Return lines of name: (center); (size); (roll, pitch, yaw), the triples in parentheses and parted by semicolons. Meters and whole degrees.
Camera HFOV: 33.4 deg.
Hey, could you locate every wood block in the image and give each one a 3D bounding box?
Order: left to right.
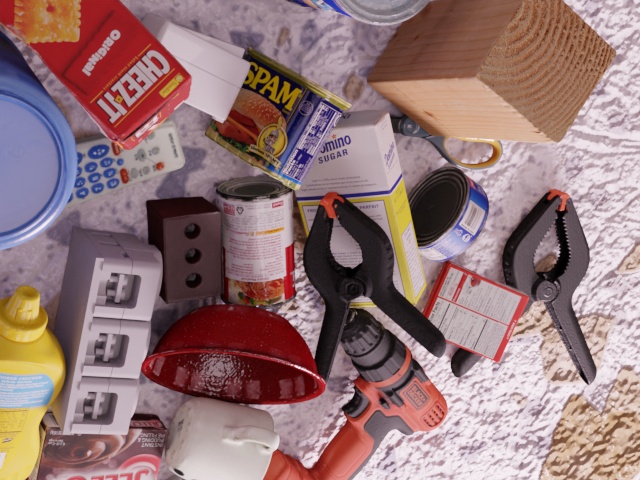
wood block: (0.132, -0.142, 0.880); (0.090, 0.206, 0.090); (36, 84, -21)

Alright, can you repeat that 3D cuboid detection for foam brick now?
foam brick: (-0.117, 0.006, 0.914); (0.052, 0.051, 0.078); (-8, 110, -23)

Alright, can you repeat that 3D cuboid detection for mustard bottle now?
mustard bottle: (-0.256, 0.114, 0.847); (0.096, 0.058, 0.192); (10, 124, -27)

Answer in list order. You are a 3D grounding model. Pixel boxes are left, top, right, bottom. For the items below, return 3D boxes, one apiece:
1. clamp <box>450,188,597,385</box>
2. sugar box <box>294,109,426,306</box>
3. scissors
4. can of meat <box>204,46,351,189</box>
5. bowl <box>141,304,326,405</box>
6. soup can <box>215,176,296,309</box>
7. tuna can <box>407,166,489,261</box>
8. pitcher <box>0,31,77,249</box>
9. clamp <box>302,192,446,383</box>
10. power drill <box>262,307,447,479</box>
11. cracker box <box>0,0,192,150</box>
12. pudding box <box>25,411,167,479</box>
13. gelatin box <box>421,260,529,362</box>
clamp: (0.234, 0.054, 1.096); (0.164, 0.036, 0.210); (12, 100, -19)
sugar box: (0.031, -0.026, 0.950); (0.048, 0.093, 0.176); (-50, 132, -57)
scissors: (0.095, -0.123, 0.990); (0.201, 0.016, 0.096); (18, 97, -28)
can of meat: (-0.038, -0.101, 0.886); (0.057, 0.102, 0.084); (21, 101, -53)
bowl: (-0.073, 0.096, 0.929); (0.161, 0.162, 0.055); (19, 64, -29)
soup can: (-0.056, 0.001, 0.931); (0.068, 0.069, 0.102); (-9, 110, -22)
tuna can: (0.114, -0.024, 0.991); (0.033, 0.086, 0.086); (33, 91, -31)
pitcher: (-0.244, -0.086, 0.714); (0.149, 0.243, 0.145); (25, 95, -29)
clamp: (0.042, 0.040, 0.924); (0.120, 0.039, 0.171); (-8, 107, 5)
power drill: (0.021, 0.172, 1.020); (0.187, 0.057, 0.184); (-44, 127, -4)
cracker box: (-0.186, -0.159, 0.726); (0.072, 0.164, 0.213); (-44, 98, -3)
pudding box: (-0.200, 0.199, 0.947); (0.113, 0.039, 0.090); (7, 104, -27)
gelatin box: (0.149, 0.069, 1.053); (0.089, 0.030, 0.073); (23, 97, -2)
